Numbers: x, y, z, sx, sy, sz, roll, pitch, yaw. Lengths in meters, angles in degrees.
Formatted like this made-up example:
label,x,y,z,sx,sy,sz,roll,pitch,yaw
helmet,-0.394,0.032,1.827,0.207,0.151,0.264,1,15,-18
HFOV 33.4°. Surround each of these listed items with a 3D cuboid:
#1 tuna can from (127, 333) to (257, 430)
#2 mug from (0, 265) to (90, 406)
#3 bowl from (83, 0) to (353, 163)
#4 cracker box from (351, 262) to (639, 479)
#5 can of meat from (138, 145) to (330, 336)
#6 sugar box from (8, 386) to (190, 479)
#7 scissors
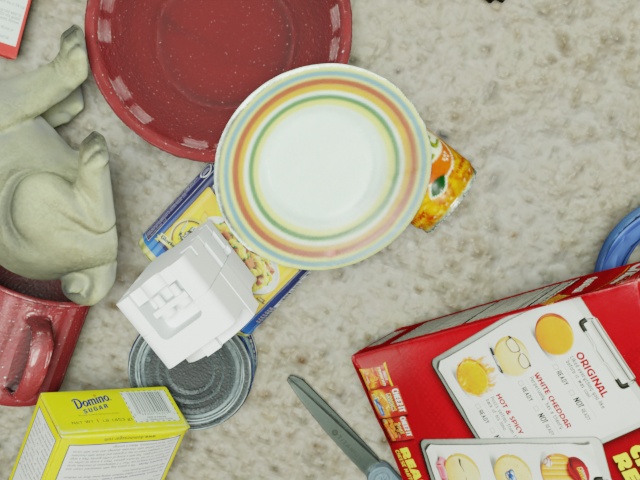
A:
label,x,y,z,sx,sy,sz,roll,pitch,yaw
tuna can,-0.086,0.084,0.724,0.086,0.033,0.086,0,101,1
mug,-0.193,0.059,0.684,0.093,0.117,0.081,12,109,-32
bowl,-0.061,-0.128,0.663,0.162,0.055,0.162,0,93,0
cracker box,0.142,0.113,0.645,0.214,0.071,0.164,-21,93,42
can of meat,-0.054,0.001,0.695,0.102,0.057,0.084,43,101,-6
sugar box,-0.160,0.176,0.698,0.093,0.048,0.176,4,125,-39
scissors,0.063,0.163,0.746,0.096,0.016,0.202,-25,100,5
